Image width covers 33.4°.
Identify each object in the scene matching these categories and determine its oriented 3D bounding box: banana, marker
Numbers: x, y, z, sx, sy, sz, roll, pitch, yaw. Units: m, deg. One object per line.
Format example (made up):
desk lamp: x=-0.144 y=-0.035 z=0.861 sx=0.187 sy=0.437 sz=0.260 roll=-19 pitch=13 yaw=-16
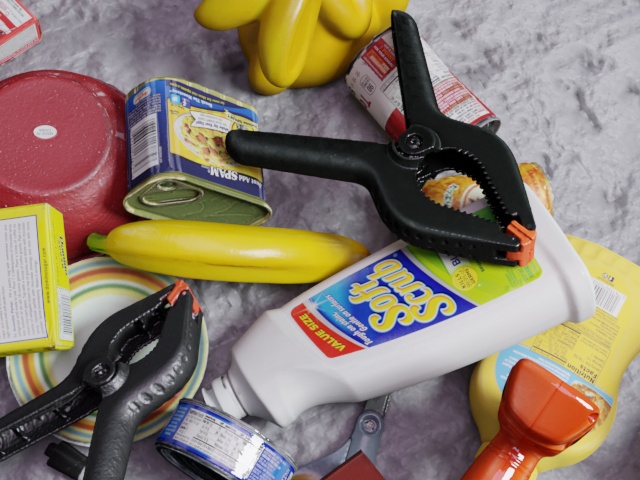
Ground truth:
banana: x=-0.055 y=0.005 z=0.713 sx=0.197 sy=0.070 sz=0.037 roll=5 pitch=103 yaw=-13
marker: x=-0.123 y=0.163 z=0.677 sx=0.121 sy=0.020 sz=0.020 roll=31 pitch=67 yaw=6

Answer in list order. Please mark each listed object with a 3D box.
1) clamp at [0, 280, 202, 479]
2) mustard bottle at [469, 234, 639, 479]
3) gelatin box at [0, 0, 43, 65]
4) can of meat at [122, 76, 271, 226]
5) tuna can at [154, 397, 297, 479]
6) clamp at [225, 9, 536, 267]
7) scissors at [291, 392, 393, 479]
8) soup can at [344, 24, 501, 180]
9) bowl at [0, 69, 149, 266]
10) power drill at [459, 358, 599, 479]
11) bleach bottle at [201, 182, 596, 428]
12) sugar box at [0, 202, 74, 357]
clamp: x=-0.124 y=0.098 z=0.651 sx=0.120 sy=0.039 sz=0.171 roll=30 pitch=66 yaw=33
mustard bottle: x=0.155 y=0.093 z=0.717 sx=0.096 sy=0.058 sz=0.191 roll=30 pitch=67 yaw=8
gelatin box: x=-0.263 y=-0.156 z=0.788 sx=0.089 sy=0.030 sz=0.073 roll=-41 pitch=76 yaw=-20
can of meat: x=-0.086 y=-0.057 z=0.735 sx=0.101 sy=0.058 sz=0.084 roll=17 pitch=57 yaw=-41
tuna can: x=-0.059 y=0.134 z=0.660 sx=0.086 sy=0.086 sz=0.033 roll=29 pitch=69 yaw=5
clamp: x=0.064 y=-0.062 z=0.693 sx=0.210 sy=0.036 sz=0.164 roll=35 pitch=69 yaw=25
scissors: x=0.012 y=0.129 z=0.709 sx=0.096 sy=0.016 sz=0.201 roll=7 pitch=67 yaw=-4
soup can: x=0.074 y=-0.102 z=0.784 sx=0.068 sy=0.068 sz=0.102 roll=-35 pitch=75 yaw=-19
bowl: x=-0.190 y=-0.061 z=0.743 sx=0.162 sy=0.055 sz=0.162 roll=3 pitch=67 yaw=-6
power drill: x=0.080 y=0.157 z=0.594 sx=0.057 sy=0.184 sz=0.187 roll=36 pitch=85 yaw=13
bleach bottle: x=0.043 y=0.059 z=0.694 sx=0.251 sy=0.068 sz=0.103 roll=-27 pitch=55 yaw=-1
sugar box: x=-0.252 y=0.034 z=0.681 sx=0.176 sy=0.048 sz=0.093 roll=-7 pitch=81 yaw=3
